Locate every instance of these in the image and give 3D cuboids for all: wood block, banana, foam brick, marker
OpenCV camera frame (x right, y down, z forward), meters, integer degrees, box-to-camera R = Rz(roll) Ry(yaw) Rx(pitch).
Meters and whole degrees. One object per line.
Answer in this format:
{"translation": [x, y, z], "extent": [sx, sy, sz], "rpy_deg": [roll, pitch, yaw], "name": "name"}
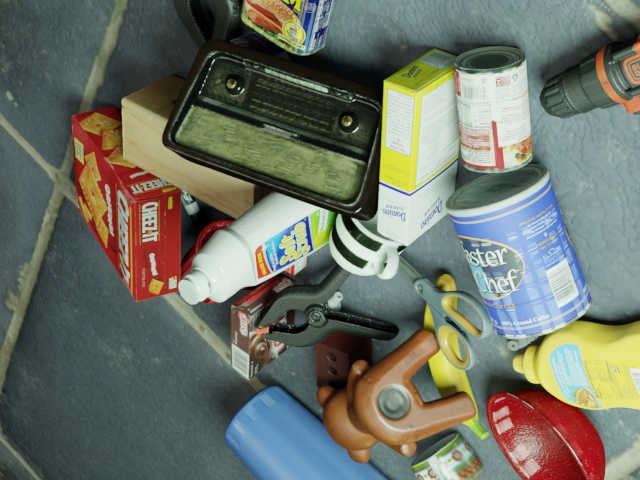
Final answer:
{"translation": [-0.130, -0.110, 1.265], "extent": [0.206, 0.090, 0.090], "rpy_deg": [28, 132, 27], "name": "wood block"}
{"translation": [0.149, 0.127, 1.207], "extent": [0.070, 0.037, 0.198], "rpy_deg": [2, 113, 51], "name": "banana"}
{"translation": [0.029, 0.149, 1.326], "extent": [0.053, 0.051, 0.078], "rpy_deg": [20, 129, 32], "name": "foam brick"}
{"translation": [-0.179, -0.065, 1.396], "extent": [0.020, 0.020, 0.121], "rpy_deg": [-12, 109, 46], "name": "marker"}

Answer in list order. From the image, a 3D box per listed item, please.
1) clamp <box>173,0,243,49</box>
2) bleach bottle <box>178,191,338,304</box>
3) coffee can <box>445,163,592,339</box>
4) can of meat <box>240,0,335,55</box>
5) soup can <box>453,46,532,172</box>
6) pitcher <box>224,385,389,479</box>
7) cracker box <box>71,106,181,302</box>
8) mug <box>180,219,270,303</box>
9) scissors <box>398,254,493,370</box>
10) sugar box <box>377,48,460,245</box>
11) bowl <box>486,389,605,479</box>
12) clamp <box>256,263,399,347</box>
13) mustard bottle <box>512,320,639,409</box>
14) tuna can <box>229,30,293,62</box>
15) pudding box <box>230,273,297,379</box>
{"translation": [-0.138, -0.300, 1.182], "extent": [0.165, 0.036, 0.210], "rpy_deg": [21, 130, 31], "name": "clamp"}
{"translation": [-0.058, 0.001, 1.152], "extent": [0.068, 0.250, 0.103], "rpy_deg": [33, 135, 22], "name": "bleach bottle"}
{"translation": [0.193, 0.010, 1.038], "extent": [0.103, 0.102, 0.140], "rpy_deg": [-7, 113, 45], "name": "coffee can"}
{"translation": [-0.032, -0.251, 1.103], "extent": [0.102, 0.057, 0.084], "rpy_deg": [37, 139, 19], "name": "can of meat"}
{"translation": [0.162, -0.123, 1.002], "extent": [0.069, 0.068, 0.102], "rpy_deg": [13, 125, 37], "name": "soup can"}
{"translation": [-0.010, 0.313, 1.432], "extent": [0.243, 0.144, 0.149], "rpy_deg": [42, 126, 19], "name": "pitcher"}
{"translation": [-0.253, -0.049, 1.383], "extent": [0.214, 0.072, 0.164], "rpy_deg": [49, 145, 42], "name": "cracker box"}
{"translation": [-0.120, 0.035, 1.370], "extent": [0.117, 0.093, 0.082], "rpy_deg": [22, 149, -20], "name": "mug"}
{"translation": [0.117, 0.071, 1.164], "extent": [0.202, 0.016, 0.096], "rpy_deg": [31, 127, 52], "name": "scissors"}
{"translation": [0.099, -0.092, 1.063], "extent": [0.048, 0.093, 0.176], "rpy_deg": [27, 132, 28], "name": "sugar box"}
{"translation": [0.251, 0.216, 1.141], "extent": [0.162, 0.055, 0.162], "rpy_deg": [48, 158, 26], "name": "bowl"}
{"translation": [0.000, 0.074, 1.272], "extent": [0.171, 0.039, 0.120], "rpy_deg": [-10, 103, 13], "name": "clamp"}
{"translation": [0.278, 0.126, 1.073], "extent": [0.192, 0.058, 0.096], "rpy_deg": [-5, 119, 44], "name": "mustard bottle"}
{"translation": [-0.070, -0.191, 1.196], "extent": [0.086, 0.033, 0.086], "rpy_deg": [24, 131, 30], "name": "tuna can"}
{"translation": [-0.073, 0.109, 1.364], "extent": [0.039, 0.089, 0.113], "rpy_deg": [32, 136, 27], "name": "pudding box"}
